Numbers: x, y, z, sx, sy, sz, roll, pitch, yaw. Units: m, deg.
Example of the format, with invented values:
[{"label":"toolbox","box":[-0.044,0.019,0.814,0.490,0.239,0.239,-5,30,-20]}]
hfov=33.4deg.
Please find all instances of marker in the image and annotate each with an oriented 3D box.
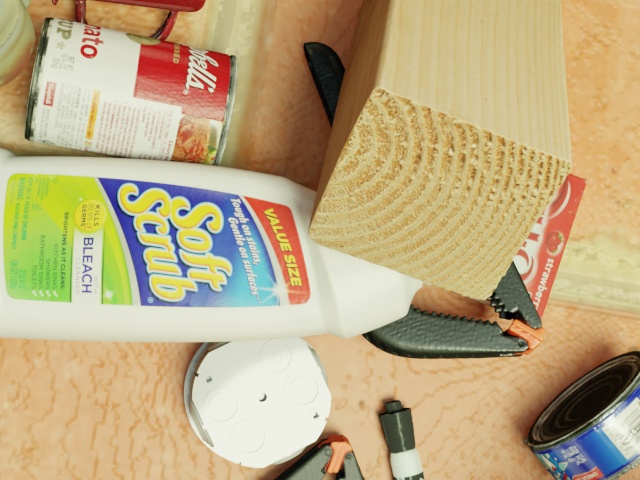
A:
[{"label":"marker","box":[0.054,0.151,0.608,0.020,0.020,0.121,-12,88,-9]}]

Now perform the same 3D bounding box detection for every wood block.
[{"label":"wood block","box":[0.062,-0.081,0.532,0.090,0.090,0.206,19,41,-7]}]

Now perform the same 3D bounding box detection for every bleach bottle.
[{"label":"bleach bottle","box":[-0.054,0.001,0.548,0.251,0.068,0.102,-1,79,6]}]

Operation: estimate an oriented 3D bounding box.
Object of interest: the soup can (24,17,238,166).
[{"label":"soup can","box":[-0.101,-0.076,0.572,0.102,0.069,0.068,10,85,-13]}]

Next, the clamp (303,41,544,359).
[{"label":"clamp","box":[0.033,-0.008,0.588,0.210,0.036,0.164,25,82,11]}]
